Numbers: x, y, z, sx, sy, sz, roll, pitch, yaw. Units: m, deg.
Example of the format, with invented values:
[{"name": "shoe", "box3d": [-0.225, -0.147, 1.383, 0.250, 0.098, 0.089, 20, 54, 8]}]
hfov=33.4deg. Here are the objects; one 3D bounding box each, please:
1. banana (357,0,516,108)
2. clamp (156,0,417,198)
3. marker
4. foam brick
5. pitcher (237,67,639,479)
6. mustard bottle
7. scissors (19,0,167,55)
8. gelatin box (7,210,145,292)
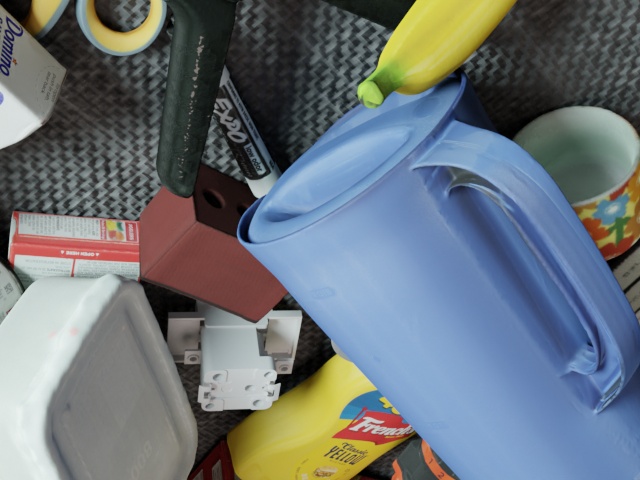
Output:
[{"name": "banana", "box3d": [0.086, -0.133, 0.464, 0.037, 0.069, 0.198, 36, 99, -6]}, {"name": "clamp", "box3d": [-0.025, -0.125, 0.466, 0.164, 0.036, 0.210, -24, 134, -5]}, {"name": "marker", "box3d": [-0.047, -0.068, 0.542, 0.020, 0.020, 0.121, -19, 135, 8]}, {"name": "foam brick", "box3d": [-0.054, 0.001, 0.586, 0.078, 0.053, 0.051, 24, 126, -31]}, {"name": "pitcher", "box3d": [0.085, 0.043, 0.531, 0.145, 0.149, 0.242, -33, 108, 18]}, {"name": "mustard bottle", "box3d": [0.035, 0.104, 0.700, 0.192, 0.058, 0.096, -39, 137, 24]}, {"name": "scissors", "box3d": [-0.080, -0.153, 0.454, 0.096, 0.016, 0.202, 23, 126, -32]}, {"name": "gelatin box", "box3d": [-0.143, 0.026, 0.610, 0.073, 0.030, 0.089, 5, 133, -17]}]
